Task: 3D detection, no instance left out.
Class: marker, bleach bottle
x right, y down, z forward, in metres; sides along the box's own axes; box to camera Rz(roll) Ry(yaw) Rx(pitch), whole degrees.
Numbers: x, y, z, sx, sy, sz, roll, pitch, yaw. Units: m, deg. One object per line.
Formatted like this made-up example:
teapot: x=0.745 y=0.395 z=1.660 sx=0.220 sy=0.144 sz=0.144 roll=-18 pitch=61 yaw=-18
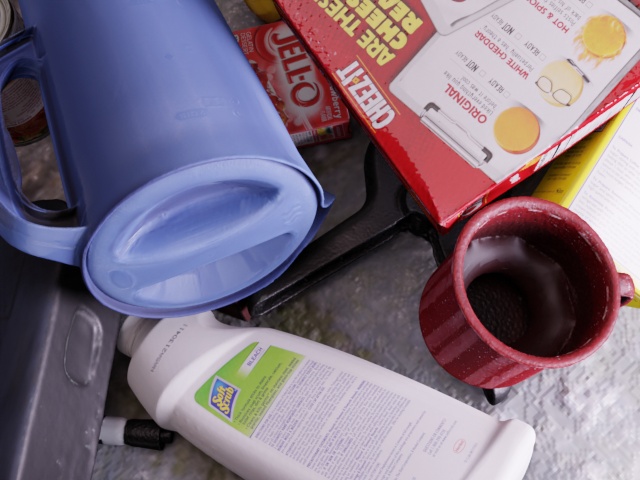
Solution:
marker: x=-0.148 y=0.114 z=0.649 sx=0.121 sy=0.020 sz=0.020 roll=4 pitch=68 yaw=9
bleach bottle: x=-0.012 y=0.096 z=0.615 sx=0.251 sy=0.068 sz=0.102 roll=26 pitch=61 yaw=21

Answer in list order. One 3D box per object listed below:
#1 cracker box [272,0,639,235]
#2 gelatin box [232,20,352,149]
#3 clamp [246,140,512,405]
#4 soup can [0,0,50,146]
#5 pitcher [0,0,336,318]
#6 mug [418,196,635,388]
cracker box: x=0.105 y=-0.130 z=0.581 sx=0.214 sy=0.072 sz=0.164 roll=-35 pitch=80 yaw=2
gelatin box: x=-0.023 y=-0.105 z=0.716 sx=0.073 sy=0.030 sz=0.089 roll=-11 pitch=67 yaw=3
clamp: x=0.053 y=-0.016 z=0.662 sx=0.164 sy=0.036 sz=0.210 roll=14 pitch=69 yaw=2
soup can: x=-0.217 y=-0.116 z=0.708 sx=0.068 sy=0.102 sz=0.068 roll=-3 pitch=67 yaw=7
pitcher: x=-0.109 y=-0.085 z=0.611 sx=0.145 sy=0.149 sz=0.243 roll=-32 pitch=58 yaw=11
mug: x=0.114 y=0.033 z=0.587 sx=0.117 sy=0.082 sz=0.093 roll=-5 pitch=71 yaw=-15
